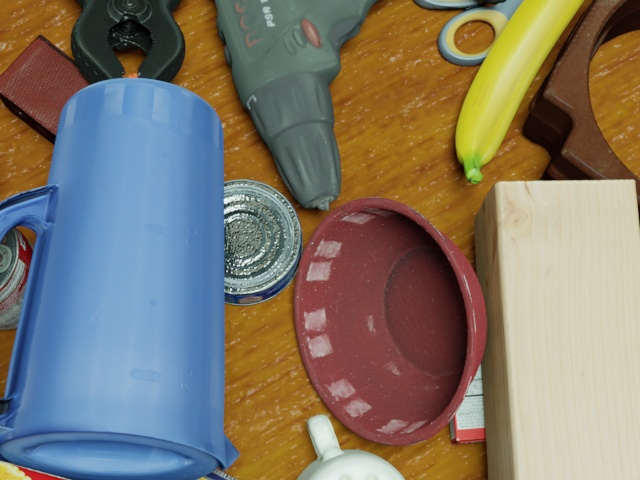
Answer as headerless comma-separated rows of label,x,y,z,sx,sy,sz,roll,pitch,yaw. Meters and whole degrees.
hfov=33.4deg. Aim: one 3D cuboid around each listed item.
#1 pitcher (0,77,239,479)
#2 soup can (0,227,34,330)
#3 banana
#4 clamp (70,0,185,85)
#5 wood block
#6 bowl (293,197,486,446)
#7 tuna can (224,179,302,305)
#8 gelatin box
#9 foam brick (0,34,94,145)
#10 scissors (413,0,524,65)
pitcher,-0.127,0.023,0.651,0.145,0.149,0.243,-4,63,9
soup can,-0.222,0.019,0.707,0.068,0.102,0.068,0,76,-1
banana,0.145,-0.126,0.766,0.037,0.070,0.198,29,86,-26
clamp,-0.128,-0.161,0.764,0.120,0.039,0.171,-10,60,-13
wood block,0.152,0.073,0.675,0.091,0.090,0.206,-1,75,-2
bowl,0.055,0.050,0.702,0.055,0.162,0.162,-7,72,-42
tuna can,-0.055,0.001,0.750,0.086,0.034,0.086,0,76,-1
gelatin box,0.123,0.092,0.733,0.073,0.030,0.089,-4,75,-1
foam brick,-0.183,-0.097,0.764,0.078,0.053,0.051,37,78,9
scissors,0.169,-0.180,0.811,0.201,0.016,0.096,-1,77,-1
